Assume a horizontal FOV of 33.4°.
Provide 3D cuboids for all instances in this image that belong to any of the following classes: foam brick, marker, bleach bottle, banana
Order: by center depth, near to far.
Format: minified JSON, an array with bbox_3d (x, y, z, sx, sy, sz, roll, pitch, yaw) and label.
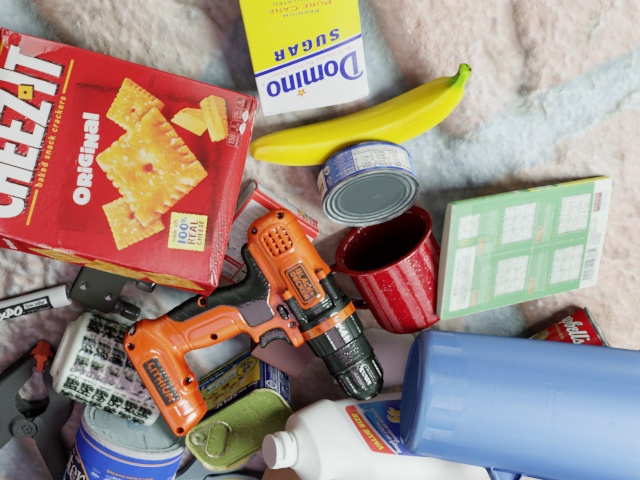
[{"bbox_3d":[0.039,-0.100,0.901,0.198,0.037,0.069,-21,147,14],"label":"banana"},{"bbox_3d":[0.067,0.189,0.973,0.250,0.102,0.068,1,142,-30],"label":"bleach bottle"},{"bbox_3d":[-0.290,0.064,0.982,0.121,0.020,0.020,-14,116,4],"label":"marker"},{"bbox_3d":[-0.022,0.076,0.987,0.053,0.051,0.078,33,110,-19],"label":"foam brick"}]

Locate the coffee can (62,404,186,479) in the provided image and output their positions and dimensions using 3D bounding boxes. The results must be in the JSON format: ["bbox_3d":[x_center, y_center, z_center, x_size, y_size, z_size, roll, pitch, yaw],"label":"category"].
[{"bbox_3d":[-0.194,0.233,1.016,0.102,0.103,0.140,16,107,-11],"label":"coffee can"}]

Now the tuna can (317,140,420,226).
[{"bbox_3d":[0.041,-0.049,0.916,0.086,0.034,0.086,-9,151,-6],"label":"tuna can"}]

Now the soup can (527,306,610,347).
[{"bbox_3d":[0.224,0.117,1.013,0.102,0.068,0.068,-31,114,12],"label":"soup can"}]

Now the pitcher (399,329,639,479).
[{"bbox_3d":[0.194,0.156,0.917,0.243,0.149,0.145,9,121,-2],"label":"pitcher"}]

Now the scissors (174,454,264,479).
[{"bbox_3d":[-0.149,0.232,1.076,0.201,0.016,0.096,5,114,-6],"label":"scissors"}]

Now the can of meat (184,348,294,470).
[{"bbox_3d":[-0.075,0.155,1.004,0.102,0.084,0.057,-32,114,11],"label":"can of meat"}]

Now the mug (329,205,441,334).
[{"bbox_3d":[0.061,0.032,0.953,0.117,0.093,0.081,-18,122,21],"label":"mug"}]

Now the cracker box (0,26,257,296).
[{"bbox_3d":[-0.170,-0.060,0.855,0.213,0.072,0.164,14,77,-10],"label":"cracker box"}]

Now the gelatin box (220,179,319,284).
[{"bbox_3d":[-0.056,0.001,0.960,0.073,0.030,0.089,33,109,-19],"label":"gelatin box"}]

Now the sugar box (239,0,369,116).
[{"bbox_3d":[-0.017,-0.185,0.838,0.093,0.048,0.176,-10,130,1],"label":"sugar box"}]

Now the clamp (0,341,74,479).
[{"bbox_3d":[-0.274,0.180,1.031,0.120,0.039,0.172,18,114,-23],"label":"clamp"}]

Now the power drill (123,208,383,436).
[{"bbox_3d":[-0.059,0.091,0.921,0.187,0.057,0.184,-30,91,1],"label":"power drill"}]
